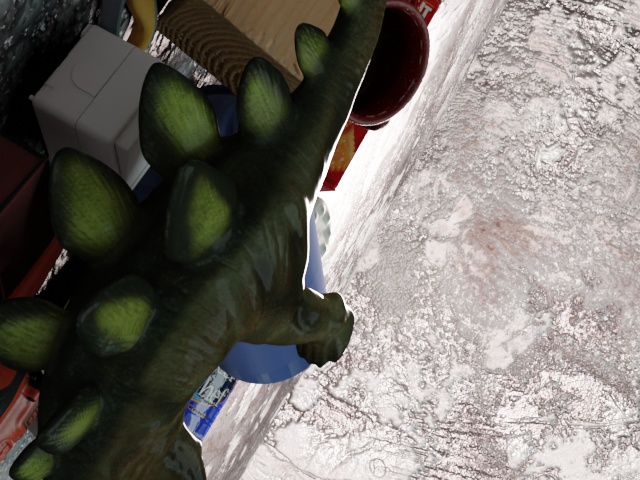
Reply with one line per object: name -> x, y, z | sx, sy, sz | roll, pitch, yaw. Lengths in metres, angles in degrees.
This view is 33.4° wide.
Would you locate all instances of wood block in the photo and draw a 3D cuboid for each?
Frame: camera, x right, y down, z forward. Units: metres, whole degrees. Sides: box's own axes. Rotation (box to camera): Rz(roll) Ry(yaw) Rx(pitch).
wood block -> -0.007, -0.199, 0.701 | 0.206, 0.090, 0.090 | -58, -158, -16

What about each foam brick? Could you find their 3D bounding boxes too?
foam brick -> -0.171, -0.017, 0.544 | 0.053, 0.051, 0.078 | -58, 172, -29

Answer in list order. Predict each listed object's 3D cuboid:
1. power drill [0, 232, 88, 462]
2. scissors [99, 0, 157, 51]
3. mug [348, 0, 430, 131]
power drill -> -0.186, 0.050, 0.663 | 0.184, 0.057, 0.188 | -61, 172, -27
scissors -> -0.098, -0.174, 0.581 | 0.096, 0.016, 0.202 | -59, 173, -26
mug -> 0.023, -0.133, 0.793 | 0.093, 0.082, 0.117 | -38, 134, -18
